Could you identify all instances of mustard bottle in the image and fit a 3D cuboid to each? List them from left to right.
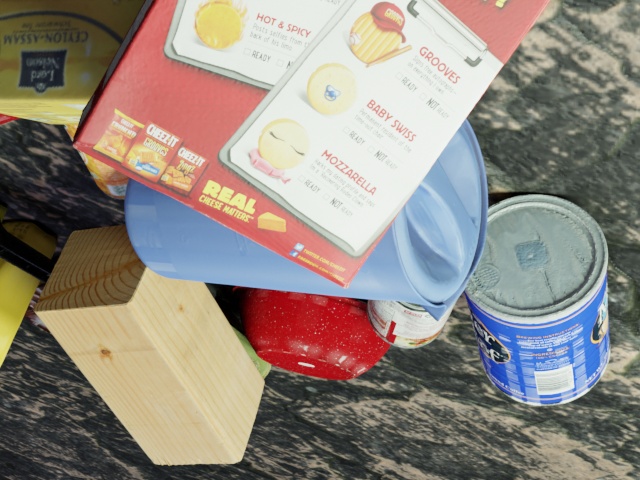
[{"bbox_3d":[-0.318,0.076,1.005,0.096,0.191,0.058,-12,140,41],"label":"mustard bottle"}]

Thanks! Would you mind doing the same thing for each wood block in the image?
[{"bbox_3d":[-0.133,0.090,0.880,0.091,0.090,0.206,-6,134,23],"label":"wood block"}]

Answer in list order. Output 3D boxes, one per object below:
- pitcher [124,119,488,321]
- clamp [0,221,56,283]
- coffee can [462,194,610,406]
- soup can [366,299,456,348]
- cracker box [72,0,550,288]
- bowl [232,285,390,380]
[{"bbox_3d":[-0.018,-0.034,0.740,0.243,0.149,0.144,1,162,33],"label":"pitcher"},{"bbox_3d":[-0.318,0.001,0.939,0.171,0.120,0.039,51,138,0],"label":"clamp"},{"bbox_3d":[0.160,0.047,0.788,0.103,0.102,0.140,6,149,20],"label":"coffee can"},{"bbox_3d":[0.074,0.039,0.843,0.068,0.068,0.102,15,159,3],"label":"soup can"},{"bbox_3d":[0.000,-0.105,0.535,0.164,0.072,0.214,28,108,-19],"label":"cracker box"},{"bbox_3d":[-0.008,0.087,0.965,0.162,0.055,0.162,12,163,4],"label":"bowl"}]
